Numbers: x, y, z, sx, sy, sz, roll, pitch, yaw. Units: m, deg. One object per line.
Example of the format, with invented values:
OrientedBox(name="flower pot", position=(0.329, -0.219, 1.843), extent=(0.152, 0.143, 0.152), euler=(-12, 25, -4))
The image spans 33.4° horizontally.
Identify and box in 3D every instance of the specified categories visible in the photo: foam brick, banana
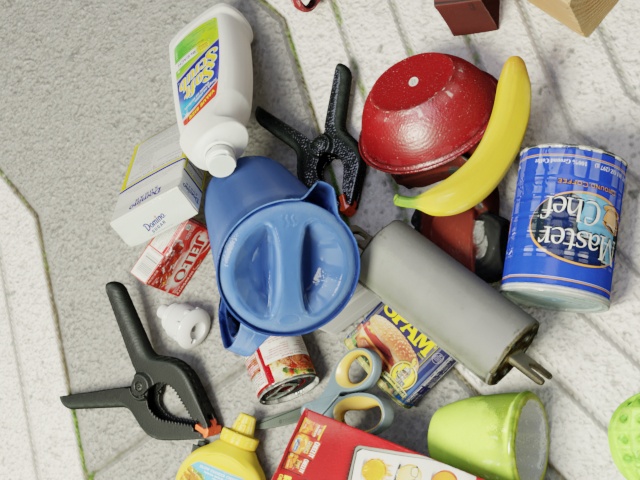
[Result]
OrientedBox(name="foam brick", position=(0.156, -0.258, 1.129), extent=(0.053, 0.078, 0.051), euler=(-2, 75, 22))
OrientedBox(name="banana", position=(0.156, -0.090, 1.025), extent=(0.069, 0.037, 0.197), euler=(41, 76, -6))

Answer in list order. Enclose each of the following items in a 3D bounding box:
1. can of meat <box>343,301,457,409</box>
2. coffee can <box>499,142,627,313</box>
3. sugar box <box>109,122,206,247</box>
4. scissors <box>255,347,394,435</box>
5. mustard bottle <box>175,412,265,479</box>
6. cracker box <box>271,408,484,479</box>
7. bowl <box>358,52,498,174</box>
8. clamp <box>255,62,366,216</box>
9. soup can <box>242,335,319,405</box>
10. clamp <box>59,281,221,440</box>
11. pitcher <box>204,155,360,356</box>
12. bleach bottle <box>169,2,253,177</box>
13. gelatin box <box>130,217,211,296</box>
OrientedBox(name="can of meat", position=(0.085, 0.106, 1.076), extent=(0.084, 0.057, 0.102), euler=(-47, 62, 10))
OrientedBox(name="coffee can", position=(0.231, -0.010, 1.012), extent=(0.103, 0.102, 0.140), euler=(5, 78, 26))
OrientedBox(name="sugar box", position=(-0.175, -0.070, 1.200), extent=(0.093, 0.048, 0.176), euler=(-26, 31, 18))
OrientedBox(name="scissors", position=(-0.002, 0.155, 1.088), extent=(0.202, 0.016, 0.096), euler=(-2, 79, 46))
OrientedBox(name="mustard bottle", position=(-0.110, 0.273, 1.118), extent=(0.096, 0.058, 0.191), euler=(19, 84, 13))
OrientedBox(name="cracker box", position=(0.050, 0.269, 0.963), extent=(0.214, 0.072, 0.164), euler=(18, 70, 24))
OrientedBox(name="bowl", position=(0.103, -0.143, 1.096), extent=(0.162, 0.055, 0.162), euler=(-19, 40, 17))
OrientedBox(name="clamp", position=(0.010, -0.111, 1.180), extent=(0.120, 0.039, 0.171), euler=(-37, 70, 17))
OrientedBox(name="soup can", position=(-0.050, 0.114, 1.130), extent=(0.068, 0.068, 0.102), euler=(-30, 65, 15))
OrientedBox(name="clamp", position=(-0.194, 0.151, 1.195), extent=(0.210, 0.036, 0.164), euler=(23, 102, 27))
OrientedBox(name="pitcher", position=(-0.057, 0.001, 1.073), extent=(0.149, 0.243, 0.145), euler=(-22, 111, -5))
OrientedBox(name="bleach bottle", position=(-0.113, -0.160, 1.178), extent=(0.103, 0.068, 0.251), euler=(-33, 39, 16))
OrientedBox(name="gelatin box", position=(-0.163, 0.015, 1.207), extent=(0.030, 0.073, 0.089), euler=(35, 92, 27))
